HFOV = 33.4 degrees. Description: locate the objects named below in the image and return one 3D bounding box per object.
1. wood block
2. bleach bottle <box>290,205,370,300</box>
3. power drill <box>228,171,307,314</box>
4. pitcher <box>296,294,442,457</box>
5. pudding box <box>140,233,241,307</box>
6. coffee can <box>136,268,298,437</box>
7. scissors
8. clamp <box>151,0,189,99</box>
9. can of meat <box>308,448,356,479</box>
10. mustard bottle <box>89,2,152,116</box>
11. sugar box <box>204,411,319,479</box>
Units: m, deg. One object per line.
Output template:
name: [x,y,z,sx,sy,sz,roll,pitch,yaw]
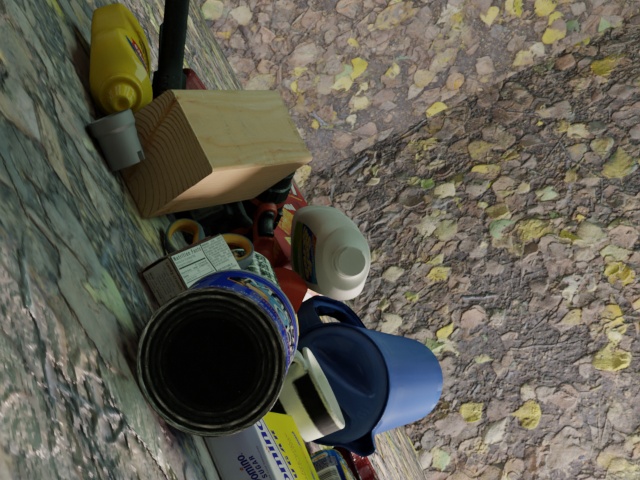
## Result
wood block: [-0.105,-0.091,1.062,0.090,0.091,0.205,63,26,6]
bleach bottle: [0.014,0.011,1.171,0.251,0.068,0.102,-174,-95,-82]
power drill: [-0.058,0.001,1.208,0.185,0.057,0.187,116,-25,-43]
pitcher: [0.055,0.155,1.249,0.242,0.145,0.149,14,93,-66]
pudding box: [-0.092,0.057,0.904,0.113,0.039,0.089,59,28,2]
coffee can: [-0.071,0.078,0.784,0.103,0.103,0.140,64,3,-2]
scissors: [-0.096,0.039,0.985,0.202,0.096,0.016,-116,-145,-52]
clamp: [-0.165,-0.171,1.158,0.165,0.036,0.210,163,-69,-79]
can of meat: [0.020,0.277,1.105,0.102,0.057,0.084,63,1,-32]
mustard bottle: [-0.200,-0.169,1.071,0.191,0.058,0.096,-109,-174,-62]
sugar box: [-0.041,0.191,0.890,0.093,0.048,0.176,65,2,14]
